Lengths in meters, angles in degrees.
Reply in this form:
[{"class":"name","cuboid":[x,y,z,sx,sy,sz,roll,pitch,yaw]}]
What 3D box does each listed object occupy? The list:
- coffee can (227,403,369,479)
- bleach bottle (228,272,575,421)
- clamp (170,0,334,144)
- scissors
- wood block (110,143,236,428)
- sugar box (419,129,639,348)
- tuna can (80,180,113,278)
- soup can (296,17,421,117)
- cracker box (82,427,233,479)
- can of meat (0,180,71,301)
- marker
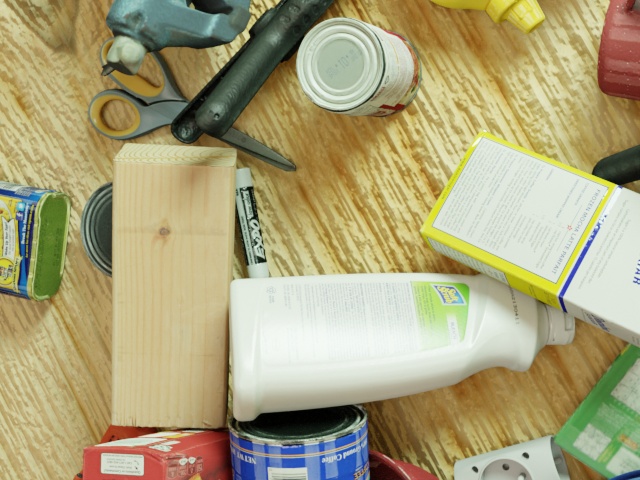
[{"class":"coffee can","cuboid":[-0.013,0.196,0.784,0.103,0.102,0.140,0,100,20]},{"class":"bleach bottle","cuboid":[0.061,0.073,0.774,0.250,0.068,0.102,-2,61,-6]},{"class":"clamp","cuboid":[-0.035,-0.150,0.796,0.036,0.165,0.210,42,90,-14]},{"class":"scissors","cuboid":[-0.119,-0.091,0.894,0.202,0.016,0.096,43,109,12]},{"class":"wood block","cuboid":[-0.114,0.034,0.838,0.090,0.090,0.206,2,103,-4]},{"class":"sugar box","cuboid":[0.170,-0.003,0.752,0.176,0.048,0.093,28,81,24]},{"class":"tuna can","cuboid":[-0.158,-0.010,0.906,0.086,0.033,0.086,2,95,20]},{"class":"soup can","cuboid":[0.030,-0.127,0.791,0.069,0.102,0.068,2,95,20]},{"class":"cracker box","cuboid":[-0.106,0.250,0.780,0.072,0.164,0.214,-1,85,19]},{"class":"can of meat","cuboid":[-0.271,-0.002,0.936,0.084,0.057,0.102,11,99,17]},{"class":"marker","cuboid":[-0.056,0.001,0.877,0.020,0.020,0.121,-11,91,20]}]
